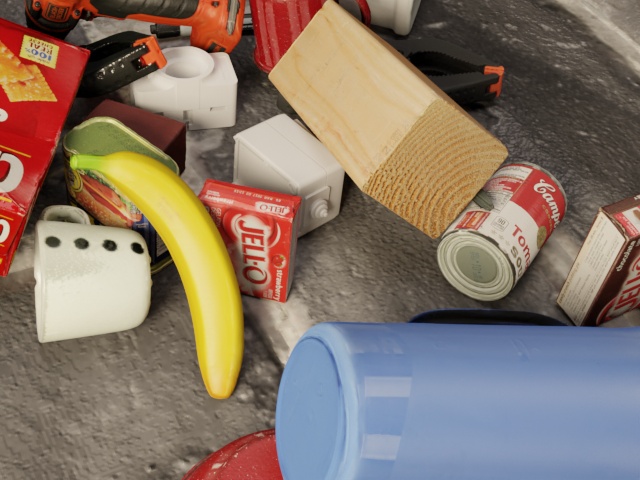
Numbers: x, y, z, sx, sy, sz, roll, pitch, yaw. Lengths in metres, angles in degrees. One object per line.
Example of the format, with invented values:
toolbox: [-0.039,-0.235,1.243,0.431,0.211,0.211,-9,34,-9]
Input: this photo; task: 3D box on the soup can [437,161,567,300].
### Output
soup can: [0.144,-0.008,0.845,0.069,0.068,0.102,27,48,19]

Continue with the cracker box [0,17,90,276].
cracker box: [-0.273,-0.091,0.778,0.164,0.072,0.213,20,38,-13]

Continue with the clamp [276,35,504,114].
clamp: [0.069,-0.171,1.027,0.210,0.036,0.164,3,45,2]

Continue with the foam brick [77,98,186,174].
foam brick: [-0.158,-0.074,0.888,0.078,0.053,0.051,19,45,10]

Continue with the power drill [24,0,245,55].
power drill: [-0.173,-0.206,0.974,0.187,0.185,0.057,7,80,-19]

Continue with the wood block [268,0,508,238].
wood block: [0.049,-0.103,0.862,0.090,0.090,0.206,30,15,-36]

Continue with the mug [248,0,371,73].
mug: [-0.011,-0.209,0.982,0.117,0.081,0.093,6,44,17]

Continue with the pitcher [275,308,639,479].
pitcher: [0.099,0.104,0.641,0.242,0.149,0.145,7,79,-23]

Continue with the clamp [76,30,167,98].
clamp: [-0.213,-0.141,0.923,0.172,0.039,0.120,-3,45,37]

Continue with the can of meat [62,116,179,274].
can of meat: [-0.153,-0.036,0.826,0.102,0.084,0.057,34,50,25]

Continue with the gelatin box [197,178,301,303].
gelatin box: [-0.055,0.001,0.796,0.073,0.089,0.030,13,44,6]

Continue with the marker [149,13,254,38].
marker: [-0.109,-0.214,1.062,0.121,0.020,0.020,-7,46,-14]

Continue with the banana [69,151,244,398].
banana: [-0.098,0.013,0.746,0.069,0.037,0.198,-34,97,-21]
